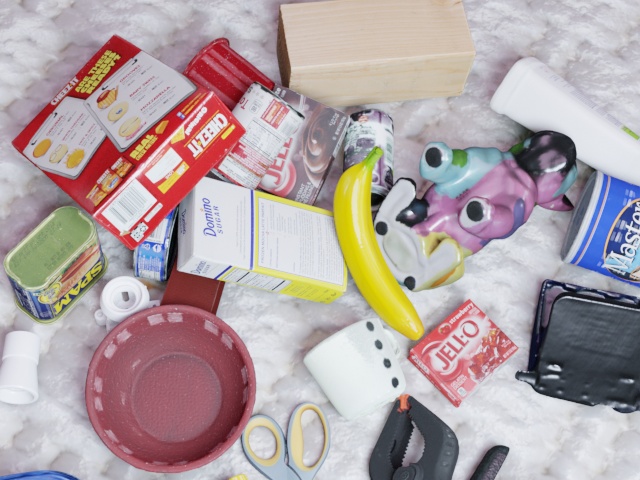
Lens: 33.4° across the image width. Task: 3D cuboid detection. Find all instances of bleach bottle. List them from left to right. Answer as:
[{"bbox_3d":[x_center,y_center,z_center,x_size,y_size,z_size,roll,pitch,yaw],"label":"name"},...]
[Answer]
[{"bbox_3d":[0.312,-0.108,1.175,0.251,0.068,0.102,37,24,12],"label":"bleach bottle"}]

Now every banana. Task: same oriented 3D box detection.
[{"bbox_3d":[0.052,0.008,1.078,0.037,0.070,0.198,-17,93,-43],"label":"banana"}]

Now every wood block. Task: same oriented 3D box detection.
[{"bbox_3d":[0.059,-0.214,1.211,0.206,0.090,0.091,-7,64,-8],"label":"wood block"}]

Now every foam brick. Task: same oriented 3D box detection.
[{"bbox_3d":[-0.128,0.053,1.085,0.053,0.051,0.078,14,64,2],"label":"foam brick"}]

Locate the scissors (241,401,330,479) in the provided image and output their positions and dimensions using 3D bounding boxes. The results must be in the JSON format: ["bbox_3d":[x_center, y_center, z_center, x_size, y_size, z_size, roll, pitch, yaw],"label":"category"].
[{"bbox_3d":[-0.038,0.248,1.014,0.096,0.016,0.201,8,63,2],"label":"scissors"}]

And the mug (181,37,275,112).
[{"bbox_3d":[-0.107,-0.157,1.165,0.081,0.093,0.117,39,40,9],"label":"mug"}]

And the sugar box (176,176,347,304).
[{"bbox_3d":[-0.057,0.001,1.081,0.176,0.048,0.093,14,59,-26],"label":"sugar box"}]

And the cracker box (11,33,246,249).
[{"bbox_3d":[-0.197,-0.104,1.077,0.164,0.072,0.214,-48,43,-7],"label":"cracker box"}]

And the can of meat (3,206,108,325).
[{"bbox_3d":[-0.265,0.024,1.071,0.057,0.084,0.102,36,66,13],"label":"can of meat"}]

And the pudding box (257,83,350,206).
[{"bbox_3d":[-0.029,-0.100,1.154,0.090,0.039,0.113,24,88,7],"label":"pudding box"}]

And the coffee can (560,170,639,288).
[{"bbox_3d":[0.337,-0.002,1.118,0.140,0.103,0.102,20,64,6],"label":"coffee can"}]

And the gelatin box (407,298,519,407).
[{"bbox_3d":[0.145,0.115,1.085,0.089,0.030,0.073,-38,72,-20],"label":"gelatin box"}]

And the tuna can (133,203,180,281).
[{"bbox_3d":[-0.165,-0.002,1.090,0.033,0.086,0.086,10,63,-1],"label":"tuna can"}]

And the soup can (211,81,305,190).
[{"bbox_3d":[-0.071,-0.105,1.106,0.068,0.068,0.102,36,92,13],"label":"soup can"}]

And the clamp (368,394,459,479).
[{"bbox_3d":[0.095,0.226,0.979,0.165,0.036,0.210,-23,37,29],"label":"clamp"}]

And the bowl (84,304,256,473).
[{"bbox_3d":[-0.142,0.146,1.028,0.162,0.055,0.162,0,71,-1],"label":"bowl"}]
